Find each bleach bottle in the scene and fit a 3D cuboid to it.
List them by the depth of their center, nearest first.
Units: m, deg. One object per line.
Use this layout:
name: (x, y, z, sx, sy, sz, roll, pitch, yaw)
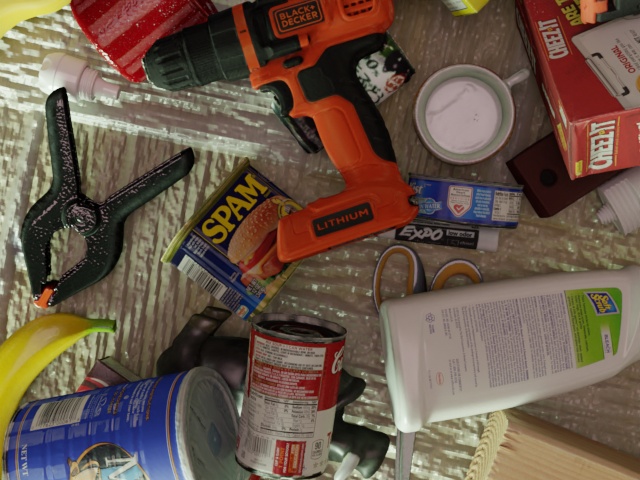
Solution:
bleach bottle: (0.174, 0.076, 0.796, 0.250, 0.068, 0.102, -7, 87, -5)

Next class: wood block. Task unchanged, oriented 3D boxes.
wood block: (0.214, 0.206, 0.794, 0.206, 0.090, 0.091, 22, 93, 3)

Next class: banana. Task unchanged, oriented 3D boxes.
banana: (-0.244, 0.129, 0.849, 0.069, 0.037, 0.198, 34, 94, 4)

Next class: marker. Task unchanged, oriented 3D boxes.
marker: (0.077, -0.007, 0.830, 0.121, 0.020, 0.020, 6, 93, 3)

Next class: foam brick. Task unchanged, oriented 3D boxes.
foam brick: (0.187, -0.059, 0.804, 0.078, 0.051, 0.053, -34, 90, 5)

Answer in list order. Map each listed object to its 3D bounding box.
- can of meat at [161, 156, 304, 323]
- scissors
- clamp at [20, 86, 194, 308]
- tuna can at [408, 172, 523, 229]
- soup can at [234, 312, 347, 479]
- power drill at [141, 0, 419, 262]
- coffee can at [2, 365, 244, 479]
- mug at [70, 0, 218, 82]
can of meat: (-0.055, 0.001, 0.804, 0.084, 0.058, 0.102, 39, 54, -1)
scissors: (0.090, 0.100, 0.835, 0.096, 0.016, 0.202, -10, 92, 4)
clamp: (-0.173, -0.023, 0.834, 0.120, 0.039, 0.171, 18, 104, -1)
tuna can: (0.106, -0.030, 0.794, 0.086, 0.086, 0.034, 7, 94, 3)
soup can: (-0.022, 0.108, 0.747, 0.068, 0.068, 0.102, 8, 98, 3)
power drill: (-0.019, -0.083, 0.757, 0.184, 0.057, 0.187, -17, 88, 5)
coffee can: (-0.137, 0.152, 0.759, 0.140, 0.102, 0.103, -13, 92, 16)
mug: (-0.126, -0.166, 0.809, 0.081, 0.093, 0.117, -37, 117, 9)
